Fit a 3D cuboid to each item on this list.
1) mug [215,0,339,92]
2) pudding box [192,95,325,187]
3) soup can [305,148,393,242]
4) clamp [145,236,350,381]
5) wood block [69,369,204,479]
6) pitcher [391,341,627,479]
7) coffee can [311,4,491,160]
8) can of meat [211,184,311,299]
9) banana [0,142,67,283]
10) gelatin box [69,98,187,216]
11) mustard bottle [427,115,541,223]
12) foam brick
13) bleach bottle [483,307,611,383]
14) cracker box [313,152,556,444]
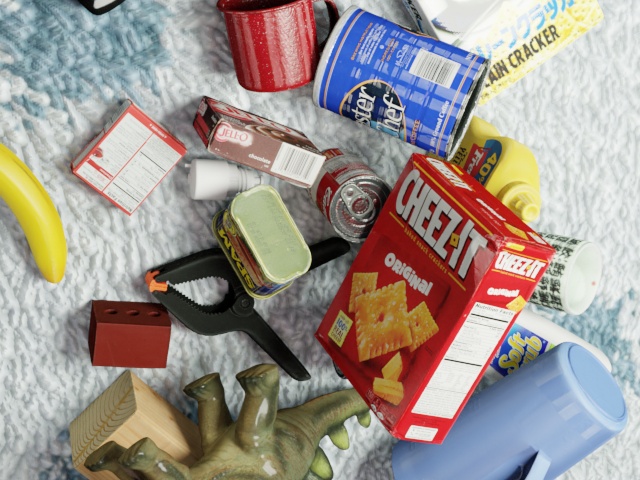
[{"bbox_3d":[-0.034,-0.193,1.001,0.117,0.093,0.081,-23,121,-24],"label":"mug"},{"bbox_3d":[-0.061,-0.096,1.026,0.113,0.090,0.039,21,105,-23],"label":"pudding box"},{"bbox_3d":[0.028,-0.047,1.064,0.068,0.102,0.068,-6,112,-14],"label":"soup can"},{"bbox_3d":[-0.079,0.069,1.113,0.209,0.036,0.165,4,106,-20],"label":"clamp"},{"bbox_3d":[-0.157,0.246,1.132,0.091,0.090,0.206,-43,116,4],"label":"wood block"},{"bbox_3d":[0.202,0.220,1.138,0.243,0.149,0.144,-41,152,28],"label":"pitcher"},{"bbox_3d":[0.076,-0.149,1.006,0.140,0.102,0.103,24,105,10],"label":"coffee can"},{"bbox_3d":[-0.057,0.001,1.045,0.057,0.084,0.102,-29,88,-20],"label":"can of meat"},{"bbox_3d":[-0.297,-0.043,1.011,0.070,0.037,0.197,-33,116,18],"label":"banana"},{"bbox_3d":[-0.185,-0.080,1.030,0.073,0.030,0.089,40,96,-27],"label":"gelatin box"},{"bbox_3d":[0.166,-0.058,1.049,0.058,0.192,0.096,23,103,-23],"label":"mustard bottle"},{"bbox_3d":[-0.194,0.095,1.083,0.078,0.053,0.051,4,109,-18],"label":"foam brick"},{"bbox_3d":[0.203,0.119,1.203,0.250,0.068,0.103,27,104,-21],"label":"bleach bottle"},{"bbox_3d":[0.095,0.051,0.980,0.072,0.164,0.214,13,113,-35],"label":"cracker box"}]
